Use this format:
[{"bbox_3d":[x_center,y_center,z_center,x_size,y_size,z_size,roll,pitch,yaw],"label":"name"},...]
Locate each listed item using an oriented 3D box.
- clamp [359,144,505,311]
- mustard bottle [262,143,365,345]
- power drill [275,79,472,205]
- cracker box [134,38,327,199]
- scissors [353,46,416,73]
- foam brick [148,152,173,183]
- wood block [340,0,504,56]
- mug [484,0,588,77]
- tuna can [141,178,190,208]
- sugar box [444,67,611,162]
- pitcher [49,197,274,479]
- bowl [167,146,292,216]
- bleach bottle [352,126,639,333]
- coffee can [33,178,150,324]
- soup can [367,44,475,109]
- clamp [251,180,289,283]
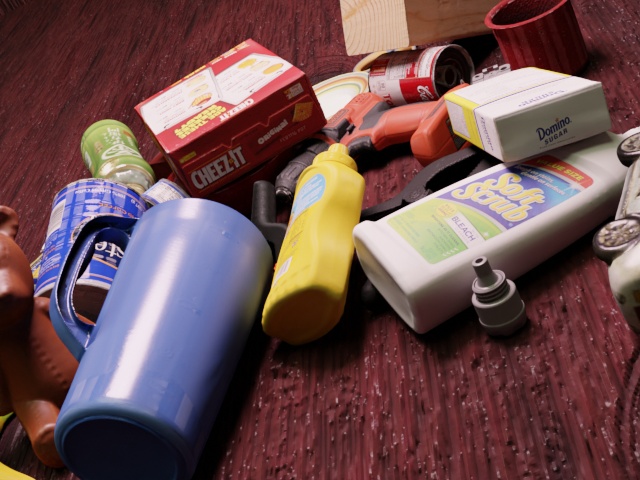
[{"bbox_3d":[0.091,-0.021,0.950,0.210,0.036,0.165,-32,28,0],"label":"clamp"},{"bbox_3d":[0.001,-0.010,0.920,0.096,0.058,0.191,-52,21,49],"label":"mustard bottle"},{"bbox_3d":[0.060,-0.100,1.097,0.188,0.057,0.184,0,38,43],"label":"power drill"},{"bbox_3d":[-0.104,-0.138,1.177,0.164,0.072,0.214,-32,27,-6],"label":"cracker box"},{"bbox_3d":[0.104,-0.259,1.386,0.096,0.016,0.201,-11,30,29],"label":"scissors"},{"bbox_3d":[-0.161,-0.095,1.299,0.051,0.053,0.078,-4,35,38],"label":"foam brick"},{"bbox_3d":[0.124,-0.271,1.223,0.091,0.090,0.205,2,14,43],"label":"wood block"},{"bbox_3d":[0.222,-0.211,1.117,0.093,0.081,0.117,-37,28,-18],"label":"mug"},{"bbox_3d":[-0.154,-0.021,1.125,0.033,0.086,0.086,-41,29,-22],"label":"tuna can"},{"bbox_3d":[0.172,-0.110,0.915,0.093,0.048,0.176,-18,17,-1],"label":"sugar box"},{"bbox_3d":[-0.135,0.081,0.865,0.149,0.145,0.242,-9,35,18],"label":"pitcher"},{"bbox_3d":[-0.091,-0.071,1.189,0.162,0.055,0.162,-22,27,12],"label":"bowl"},{"bbox_3d":[0.157,-0.026,0.854,0.250,0.068,0.103,-29,46,-11],"label":"bleach bottle"},{"bbox_3d":[-0.224,0.023,1.052,0.103,0.102,0.140,-19,45,18],"label":"coffee can"},{"bbox_3d":[0.110,-0.178,1.178,0.102,0.068,0.068,5,41,48],"label":"soup can"},{"bbox_3d":[-0.057,0.001,1.031,0.172,0.039,0.120,23,79,54],"label":"clamp"}]
